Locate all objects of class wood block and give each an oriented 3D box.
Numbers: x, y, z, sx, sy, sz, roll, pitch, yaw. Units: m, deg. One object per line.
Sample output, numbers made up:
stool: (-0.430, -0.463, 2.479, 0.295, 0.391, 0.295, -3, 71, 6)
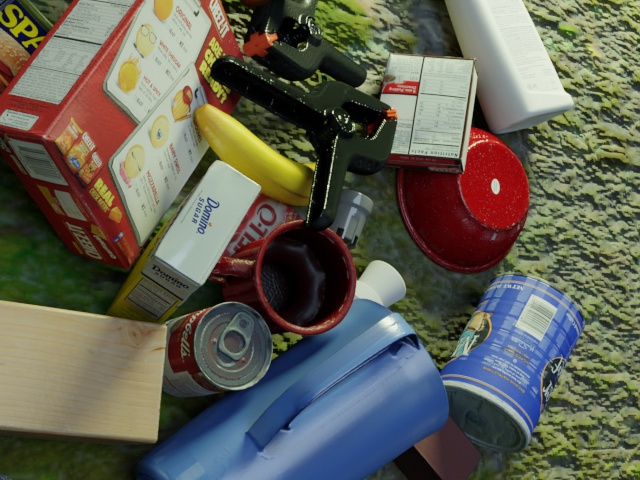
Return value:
wood block: (-0.228, 0.095, 0.779, 0.205, 0.090, 0.091, 11, 74, -30)

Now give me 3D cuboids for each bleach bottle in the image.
bleach bottle: (0.178, -0.241, 1.121, 0.102, 0.068, 0.251, -15, 83, -47)

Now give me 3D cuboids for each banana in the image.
banana: (-0.039, -0.066, 0.925, 0.197, 0.037, 0.070, 13, 46, -58)

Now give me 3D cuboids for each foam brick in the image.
foam brick: (0.100, 0.190, 0.984, 0.078, 0.053, 0.051, 51, 59, -13)

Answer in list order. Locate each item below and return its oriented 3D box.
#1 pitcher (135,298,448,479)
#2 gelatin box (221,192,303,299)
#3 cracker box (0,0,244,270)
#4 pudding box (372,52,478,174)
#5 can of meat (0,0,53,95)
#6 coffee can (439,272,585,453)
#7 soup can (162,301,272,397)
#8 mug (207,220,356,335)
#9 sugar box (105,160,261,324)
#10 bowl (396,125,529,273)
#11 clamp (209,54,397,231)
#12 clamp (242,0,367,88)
pitcher: (-0.022, 0.154, 0.858, 0.242, 0.145, 0.149, -31, 114, -27)
gelatin box: (-0.056, 0.001, 0.941, 0.073, 0.030, 0.089, 46, 60, -15)
cracker box: (-0.151, -0.111, 0.838, 0.213, 0.072, 0.164, -62, 152, -27)
pudding box: (0.101, -0.124, 1.034, 0.090, 0.039, 0.113, 7, 73, 12)
can of meat: (-0.246, -0.135, 0.839, 0.102, 0.058, 0.083, 47, 62, -15)
coffee can: (0.178, 0.116, 1.018, 0.102, 0.103, 0.140, 43, 60, -17)
soup can: (-0.092, 0.090, 0.857, 0.068, 0.102, 0.068, 7, 76, -30)
mug: (-0.041, 0.033, 0.877, 0.117, 0.082, 0.093, 10, 77, -28)
sugar box: (-0.109, 0.011, 0.817, 0.048, 0.176, 0.093, 33, 63, -7)
bowl: (0.157, -0.050, 1.070, 0.161, 0.055, 0.162, 7, 76, -31)
clamp: (0.011, -0.085, 0.918, 0.209, 0.036, 0.164, -8, 66, -53)
clamp: (-0.020, -0.196, 0.976, 0.171, 0.039, 0.120, -12, 75, -61)
